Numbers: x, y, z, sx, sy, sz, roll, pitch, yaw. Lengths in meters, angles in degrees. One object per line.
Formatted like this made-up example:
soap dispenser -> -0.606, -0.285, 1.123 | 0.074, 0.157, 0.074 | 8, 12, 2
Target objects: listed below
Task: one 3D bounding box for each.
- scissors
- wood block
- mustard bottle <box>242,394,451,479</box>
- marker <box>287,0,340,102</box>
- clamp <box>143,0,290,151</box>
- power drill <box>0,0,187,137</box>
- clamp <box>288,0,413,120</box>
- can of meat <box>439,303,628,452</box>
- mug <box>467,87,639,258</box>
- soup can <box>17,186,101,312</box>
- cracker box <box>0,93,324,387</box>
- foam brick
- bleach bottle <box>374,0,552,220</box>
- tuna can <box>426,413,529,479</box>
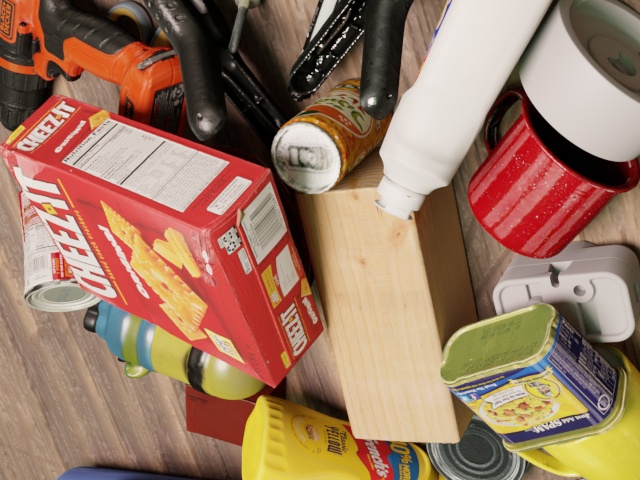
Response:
scissors -> -0.161, -0.112, 0.887 | 0.096, 0.016, 0.202 | 40, 125, 6
wood block -> 0.058, 0.041, 0.807 | 0.090, 0.090, 0.206 | -3, 113, 28
mustard bottle -> 0.033, 0.191, 0.882 | 0.191, 0.096, 0.058 | 18, 116, -14
marker -> 0.001, -0.155, 0.783 | 0.020, 0.020, 0.121 | 29, 124, 11
clamp -> -0.079, -0.138, 0.781 | 0.036, 0.164, 0.210 | -33, 66, 15
power drill -> -0.191, -0.129, 0.851 | 0.188, 0.057, 0.185 | 35, 133, 20
clamp -> 0.033, -0.164, 0.719 | 0.120, 0.039, 0.171 | 14, 83, 52
can of meat -> 0.145, 0.095, 0.739 | 0.102, 0.057, 0.084 | -25, 122, 41
mug -> 0.148, -0.051, 0.727 | 0.082, 0.093, 0.117 | -55, 53, 39
soup can -> -0.222, 0.002, 0.913 | 0.069, 0.068, 0.102 | -25, 63, 34
cracker box -> -0.114, -0.001, 0.770 | 0.214, 0.072, 0.164 | 21, 146, 33
foam brick -> -0.075, 0.145, 0.949 | 0.078, 0.051, 0.053 | 13, 118, 20
bleach bottle -> 0.099, -0.127, 0.657 | 0.068, 0.102, 0.251 | 25, 105, -1
tuna can -> 0.130, 0.163, 0.866 | 0.086, 0.033, 0.086 | 11, 118, 21
